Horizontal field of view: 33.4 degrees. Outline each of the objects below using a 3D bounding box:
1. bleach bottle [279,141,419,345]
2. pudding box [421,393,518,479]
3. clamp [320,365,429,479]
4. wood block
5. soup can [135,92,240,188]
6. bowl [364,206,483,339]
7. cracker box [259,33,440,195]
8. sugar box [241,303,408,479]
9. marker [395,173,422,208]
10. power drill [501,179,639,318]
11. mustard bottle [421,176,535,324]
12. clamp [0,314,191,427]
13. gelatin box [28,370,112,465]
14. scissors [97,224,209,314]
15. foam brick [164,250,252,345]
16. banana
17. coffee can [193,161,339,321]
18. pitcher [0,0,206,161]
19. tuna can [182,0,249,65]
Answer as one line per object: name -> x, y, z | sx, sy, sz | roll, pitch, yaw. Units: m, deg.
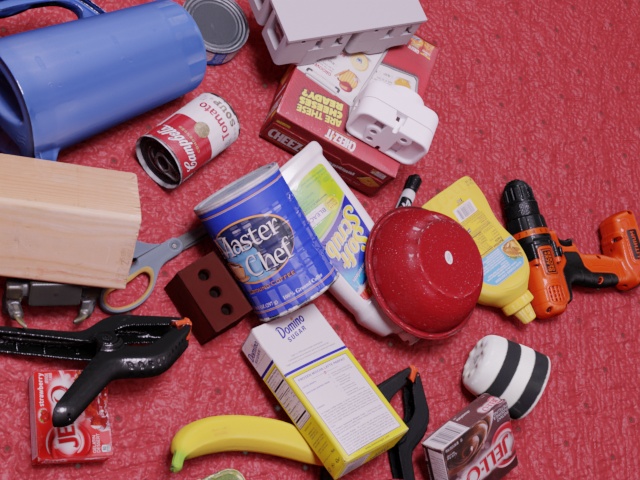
bleach bottle -> 0.036, 0.012, 1.228 | 0.102, 0.068, 0.251 | -42, 92, -19
pudding box -> 0.168, 0.237, 1.192 | 0.113, 0.039, 0.090 | -29, 115, -31
clamp -> 0.083, 0.224, 1.178 | 0.120, 0.039, 0.171 | 38, 64, -15
wood block -> -0.287, -0.023, 1.039 | 0.205, 0.090, 0.091 | 8, 31, -18
soup can -> -0.146, -0.113, 1.191 | 0.068, 0.069, 0.102 | 48, 56, -1
bowl -> 0.131, 0.028, 1.209 | 0.161, 0.055, 0.162 | 12, 65, -29
cracker box -> 0.038, -0.185, 1.313 | 0.164, 0.072, 0.213 | 28, 60, -12
sugar box -> 0.003, 0.157, 1.135 | 0.093, 0.048, 0.176 | -20, 61, -39
marker -> 0.099, -0.035, 1.309 | 0.020, 0.020, 0.121 | 32, 58, -11
power drill -> 0.328, 0.004, 1.386 | 0.187, 0.057, 0.184 | -5, 75, -25
mustard bottle -> 0.201, 0.021, 1.312 | 0.096, 0.058, 0.191 | -34, 86, -32
clamp -> -0.209, 0.116, 1.040 | 0.209, 0.036, 0.165 | -7, 31, -36
gelatin box -> -0.244, 0.172, 1.040 | 0.073, 0.030, 0.089 | 2, 67, -26
scissors -> -0.179, -0.001, 1.157 | 0.096, 0.016, 0.201 | 44, 56, -3
foam brick -> -0.120, 0.062, 1.137 | 0.052, 0.051, 0.078 | -32, 85, -33
banana -> -0.077, 0.209, 1.096 | 0.197, 0.037, 0.070 | 3, 43, -33
coffee can -> -0.058, 0.001, 1.146 | 0.102, 0.103, 0.140 | -36, 102, -34
pitcher -> -0.249, -0.186, 1.137 | 0.145, 0.149, 0.242 | 32, 44, 34
tuna can -> -0.131, -0.254, 1.280 | 0.086, 0.034, 0.086 | 10, 65, -23
